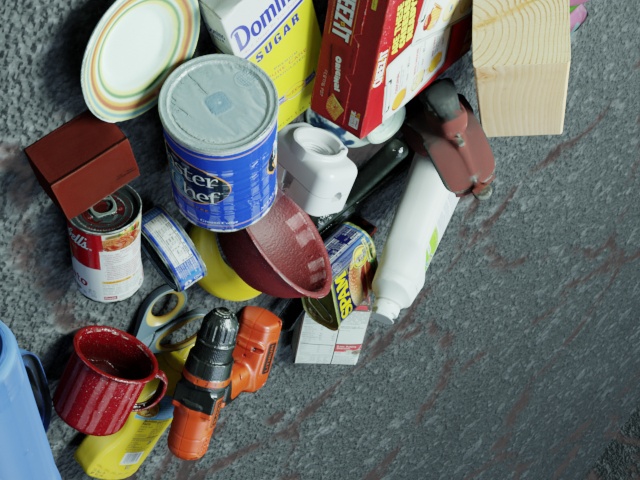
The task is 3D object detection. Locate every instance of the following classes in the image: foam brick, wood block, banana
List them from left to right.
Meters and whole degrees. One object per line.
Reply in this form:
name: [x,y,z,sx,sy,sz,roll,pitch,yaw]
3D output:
foam brick: [-0.204,-0.067,0.918,0.078,0.051,0.053,-35,150,-18]
banana: [-0.106,0.029,1.176,0.069,0.037,0.197,-41,150,-8]
wood block: [0.205,-0.181,1.090,0.206,0.091,0.090,50,40,-73]

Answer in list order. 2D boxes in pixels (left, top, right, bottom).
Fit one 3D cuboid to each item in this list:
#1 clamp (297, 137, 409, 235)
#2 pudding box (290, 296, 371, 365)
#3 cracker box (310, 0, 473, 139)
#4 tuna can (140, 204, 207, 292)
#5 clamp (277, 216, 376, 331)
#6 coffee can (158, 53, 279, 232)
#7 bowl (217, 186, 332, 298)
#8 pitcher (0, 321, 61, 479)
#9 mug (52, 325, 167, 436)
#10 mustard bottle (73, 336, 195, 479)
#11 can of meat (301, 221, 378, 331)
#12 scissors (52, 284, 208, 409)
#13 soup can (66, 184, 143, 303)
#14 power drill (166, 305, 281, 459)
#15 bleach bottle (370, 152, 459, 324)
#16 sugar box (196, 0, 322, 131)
clamp: [0.025,-0.044,1.227,0.210,0.036,0.164,-41,176,12]
pudding box: [0.013,0.115,1.393,0.090,0.039,0.114,3,132,-9]
cracker box: [0.084,-0.221,1.024,0.213,0.072,0.164,-41,154,-39]
tuna can: [-0.149,0.008,1.046,0.033,0.086,0.086,-35,149,-15]
clamp: [0.001,0.038,1.312,0.171,0.039,0.120,-35,156,-28]
coffee can: [-0.089,-0.085,0.966,0.102,0.103,0.140,-34,159,-19]
bowl: [-0.057,0.001,1.105,0.055,0.162,0.161,-32,156,21]
pitcher: [-0.320,0.174,1.011,0.144,0.149,0.243,-15,138,-19]
mug: [-0.218,0.151,1.116,0.117,0.093,0.082,14,116,-33]
mustard bottle: [-0.200,0.189,1.235,0.192,0.058,0.096,-53,151,13]
can of meat: [0.022,0.041,1.250,0.083,0.058,0.102,-42,141,-29]
scissors: [-0.214,0.110,1.159,0.201,0.016,0.096,-22,128,-17]
soup can: [-0.199,0.002,0.994,0.068,0.069,0.102,-28,147,-28]
power drill: [-0.106,0.138,1.219,0.187,0.057,0.184,-35,147,-66]
bleach bottle: [0.116,-0.022,1.259,0.102,0.068,0.250,65,45,-61]
sugar box: [-0.046,-0.180,0.983,0.093,0.048,0.176,-40,152,-12]
